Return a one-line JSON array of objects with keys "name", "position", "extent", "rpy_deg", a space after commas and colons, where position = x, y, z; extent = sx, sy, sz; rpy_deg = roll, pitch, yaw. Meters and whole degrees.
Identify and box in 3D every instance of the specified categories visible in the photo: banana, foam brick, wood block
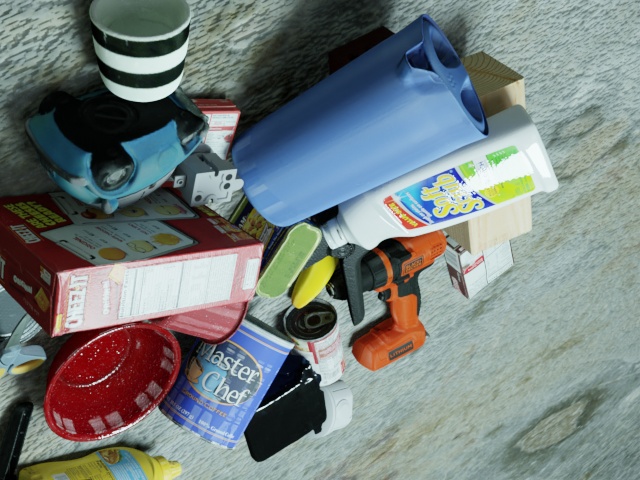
[{"name": "banana", "position": [-0.003, -0.002, 1.265], "extent": [0.069, 0.037, 0.198], "rpy_deg": [-10, 131, -12]}, {"name": "foam brick", "position": [0.055, -0.184, 1.142], "extent": [0.078, 0.053, 0.051], "rpy_deg": [-30, 139, -21]}, {"name": "wood block", "position": [0.182, -0.100, 1.241], "extent": [0.090, 0.091, 0.206], "rpy_deg": [-23, 127, -15]}]

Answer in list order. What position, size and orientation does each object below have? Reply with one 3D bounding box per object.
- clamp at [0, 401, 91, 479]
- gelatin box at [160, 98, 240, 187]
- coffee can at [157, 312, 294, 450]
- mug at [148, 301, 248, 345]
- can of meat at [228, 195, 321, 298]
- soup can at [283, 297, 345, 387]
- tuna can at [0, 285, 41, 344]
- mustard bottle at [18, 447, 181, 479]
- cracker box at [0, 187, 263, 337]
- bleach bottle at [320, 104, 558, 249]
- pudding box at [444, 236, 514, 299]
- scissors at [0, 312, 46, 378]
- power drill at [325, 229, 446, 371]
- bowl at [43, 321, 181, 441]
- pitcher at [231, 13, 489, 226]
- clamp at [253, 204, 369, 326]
[{"name": "clamp", "position": [-0.327, 0.271, 1.146], "extent": [0.171, 0.120, 0.039], "rpy_deg": [-50, 165, 11]}, {"name": "gelatin box", "position": [-0.127, -0.098, 1.067], "extent": [0.073, 0.030, 0.089], "rpy_deg": [-6, 127, -38]}, {"name": "coffee can", "position": [-0.108, 0.154, 1.226], "extent": [0.102, 0.103, 0.140], "rpy_deg": [31, 89, -51]}, {"name": "mug", "position": [-0.136, 0.047, 1.135], "extent": [0.081, 0.093, 0.117], "rpy_deg": [20, 65, -44]}, {"name": "can of meat", "position": [-0.058, 0.001, 1.174], "extent": [0.057, 0.084, 0.102], "rpy_deg": [18, 109, -49]}, {"name": "soup can", "position": [-0.006, 0.131, 1.349], "extent": [0.068, 0.069, 0.102], "rpy_deg": [-31, 140, -19]}, {"name": "tuna can", "position": [-0.306, 0.062, 1.037], "extent": [0.086, 0.034, 0.086], "rpy_deg": [-25, 137, -26]}, {"name": "mustard bottle", "position": [-0.246, 0.286, 1.239], "extent": [0.191, 0.096, 0.058], "rpy_deg": [-8, 128, -39]}, {"name": "cracker box", "position": [-0.187, 0.012, 0.993], "extent": [0.213, 0.164, 0.072], "rpy_deg": [-9, 119, -39]}, {"name": "bleach bottle", "position": [0.122, -0.050, 1.156], "extent": [0.251, 0.068, 0.102], "rpy_deg": [-25, 123, 7]}, {"name": "pudding box", "position": [0.221, 0.018, 1.486], "extent": [0.090, 0.039, 0.113], "rpy_deg": [-37, 143, -13]}, {"name": "scissors", "position": [-0.285, 0.102, 1.031], "extent": [0.096, 0.016, 0.202], "rpy_deg": [-13, 162, -46]}, {"name": "power drill", "position": [0.083, 0.081, 1.397], "extent": [0.184, 0.057, 0.188], "rpy_deg": [-23, 136, -27]}, {"name": "bowl", "position": [-0.234, 0.139, 1.155], "extent": [0.161, 0.055, 0.162], "rpy_deg": [-25, 137, -26]}, {"name": "pitcher", "position": [0.041, -0.109, 1.077], "extent": [0.243, 0.145, 0.149], "rpy_deg": [-27, 118, 21]}, {"name": "clamp", "position": [0.026, 0.010, 1.232], "extent": [0.164, 0.036, 0.210], "rpy_deg": [22, 115, -31]}]
